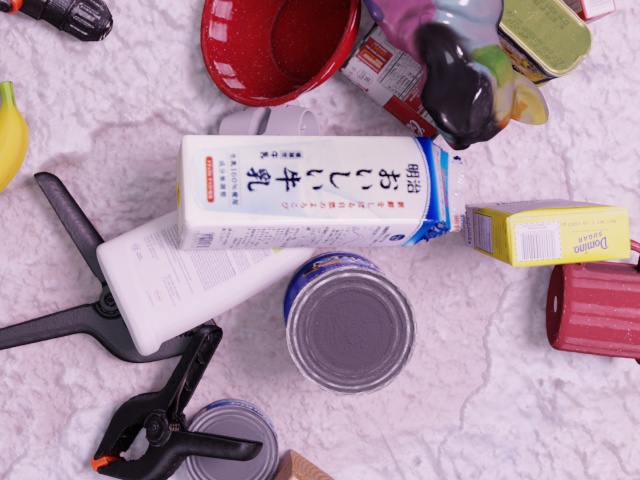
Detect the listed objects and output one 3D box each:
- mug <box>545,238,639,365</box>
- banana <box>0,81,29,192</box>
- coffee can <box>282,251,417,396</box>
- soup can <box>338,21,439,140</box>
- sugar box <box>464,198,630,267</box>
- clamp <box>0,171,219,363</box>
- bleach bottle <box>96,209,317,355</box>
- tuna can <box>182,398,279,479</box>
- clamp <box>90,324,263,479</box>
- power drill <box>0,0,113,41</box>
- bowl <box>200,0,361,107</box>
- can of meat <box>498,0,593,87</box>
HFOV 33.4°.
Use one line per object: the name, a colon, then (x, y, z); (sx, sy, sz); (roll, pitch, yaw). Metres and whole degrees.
mug: (0.245, 0.049, 0.922); (0.081, 0.093, 0.117); (6, 123, 1)
banana: (-0.319, -0.048, 0.921); (0.198, 0.037, 0.070); (-41, 77, -1)
coffee can: (0.021, 0.065, 0.891); (0.103, 0.140, 0.103); (0, 94, -3)
soup can: (0.075, -0.140, 0.915); (0.102, 0.068, 0.068); (38, 91, -4)
sugar box: (0.180, -0.009, 0.875); (0.093, 0.176, 0.048); (-3, 92, -2)
clamp: (-0.183, 0.039, 0.931); (0.210, 0.036, 0.164); (15, 92, -6)
bleach bottle: (-0.056, 0.001, 0.906); (0.250, 0.068, 0.102); (-23, 85, -14)
tuna can: (-0.080, 0.185, 0.948); (0.086, 0.034, 0.086); (0, 94, -3)
clamp: (-0.123, 0.165, 0.909); (0.172, 0.039, 0.120); (-42, 55, 21)
power drill: (-0.278, -0.175, 0.858); (0.184, 0.057, 0.187); (30, 51, -11)
bowl: (-0.023, -0.183, 0.892); (0.162, 0.055, 0.162); (-7, 78, 33)
can of meat: (0.176, -0.180, 0.909); (0.102, 0.084, 0.057); (42, 91, -5)
